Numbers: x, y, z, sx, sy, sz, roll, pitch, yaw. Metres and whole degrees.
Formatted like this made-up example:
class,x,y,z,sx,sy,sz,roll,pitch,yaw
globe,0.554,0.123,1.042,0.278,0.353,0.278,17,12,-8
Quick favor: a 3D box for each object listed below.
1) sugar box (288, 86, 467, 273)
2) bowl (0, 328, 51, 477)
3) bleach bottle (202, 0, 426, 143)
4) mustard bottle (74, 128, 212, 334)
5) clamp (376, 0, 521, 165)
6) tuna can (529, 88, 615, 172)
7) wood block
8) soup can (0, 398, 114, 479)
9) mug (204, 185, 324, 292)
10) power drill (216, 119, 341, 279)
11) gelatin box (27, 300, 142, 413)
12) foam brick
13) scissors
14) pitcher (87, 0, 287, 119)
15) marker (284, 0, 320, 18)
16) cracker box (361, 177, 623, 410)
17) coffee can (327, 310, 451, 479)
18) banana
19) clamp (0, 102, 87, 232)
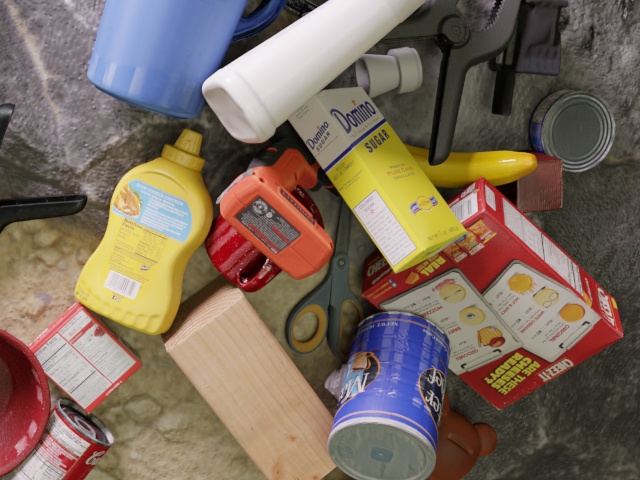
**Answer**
class,x,y,z,sx,sy,sz,roll,pitch,yaw
sugar box,0.053,-0.060,0.979,0.048,0.093,0.176,-38,80,32
bowl,-0.336,0.146,1.002,0.162,0.055,0.162,-3,103,-14
bleach bottle,0.018,-0.183,0.928,0.250,0.103,0.068,-39,105,-12
mustard bottle,-0.155,-0.015,1.009,0.096,0.058,0.192,24,96,13
clamp,0.126,-0.185,1.019,0.210,0.036,0.164,-38,98,-11
tuna can,0.264,-0.117,1.126,0.086,0.034,0.086,-4,104,-15
wood block,-0.064,0.146,1.063,0.090,0.091,0.206,-36,110,-5
soup can,-0.259,0.214,1.036,0.068,0.068,0.102,39,90,-21
mug,-0.057,0.001,1.011,0.093,0.117,0.082,28,129,-27
power drill,-0.009,-0.047,0.989,0.184,0.187,0.057,40,123,-13
gelatin box,-0.230,0.112,1.040,0.073,0.030,0.089,-43,110,-2
foam brick,0.210,-0.062,1.100,0.051,0.078,0.053,-5,104,-14
scissors,0.003,0.033,1.095,0.096,0.016,0.202,-13,106,-15
pitcher,-0.110,-0.234,0.946,0.149,0.145,0.243,22,101,8
marker,-0.001,-0.216,1.033,0.121,0.020,0.020,25,95,-20
cracker box,0.174,0.057,1.088,0.213,0.072,0.164,39,122,-21
coffee can,0.070,0.154,1.046,0.103,0.140,0.103,8,135,8
banana,0.112,-0.080,1.060,0.198,0.069,0.037,13,66,5
clamp,-0.304,-0.029,0.981,0.171,0.039,0.120,-43,106,4
